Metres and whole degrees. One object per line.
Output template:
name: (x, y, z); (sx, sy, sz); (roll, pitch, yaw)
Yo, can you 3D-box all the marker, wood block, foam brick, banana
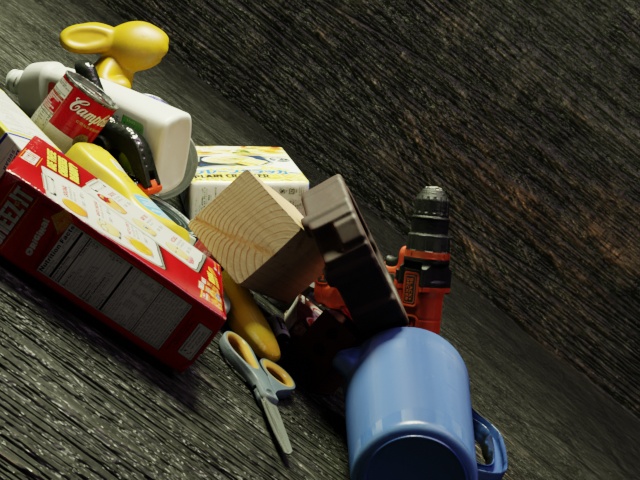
marker: (-0.044, 0.102, 1.178); (0.020, 0.020, 0.121); (37, 2, -10)
wood block: (-0.058, 0.002, 1.198); (0.091, 0.090, 0.206); (48, 3, 15)
foam brick: (0.009, 0.121, 1.150); (0.053, 0.078, 0.051); (43, 8, 28)
banana: (-0.083, 0.071, 1.163); (0.069, 0.037, 0.198); (35, 9, -19)

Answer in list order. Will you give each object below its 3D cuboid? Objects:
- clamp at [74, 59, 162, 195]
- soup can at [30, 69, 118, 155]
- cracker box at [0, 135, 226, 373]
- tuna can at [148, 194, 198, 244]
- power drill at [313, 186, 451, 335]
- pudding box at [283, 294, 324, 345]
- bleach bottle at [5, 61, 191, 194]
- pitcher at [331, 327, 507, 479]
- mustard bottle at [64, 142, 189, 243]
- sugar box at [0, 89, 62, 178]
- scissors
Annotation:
clamp: (-0.252, -0.107, 1.219); (0.171, 0.120, 0.039); (54, 38, 10)
soup can: (-0.277, -0.124, 1.158); (0.068, 0.102, 0.068); (38, 8, -7)
cracker box: (-0.187, 0.010, 0.925); (0.213, 0.072, 0.164); (36, 8, -14)
tuna can: (-0.181, -0.018, 1.231); (0.086, 0.034, 0.086); (38, 8, -7)
power drill: (0.075, 0.024, 1.265); (0.057, 0.184, 0.188); (6, 1, -40)
pudding box: (0.000, 0.115, 1.278); (0.090, 0.039, 0.113); (36, 8, -8)
bleach bottle: (-0.276, -0.146, 1.282); (0.251, 0.103, 0.068); (23, 27, 22)
pitcher: (0.094, 0.182, 1.005); (0.243, 0.149, 0.145); (-78, 152, -77)
mustard bottle: (-0.191, -0.021, 1.114); (0.192, 0.058, 0.096); (42, -4, 25)
sugar box: (-0.309, -0.096, 1.068); (0.176, 0.048, 0.093); (46, 10, 24)
scissors: (-0.039, 0.150, 0.995); (0.096, 0.016, 0.202); (32, 10, -38)
